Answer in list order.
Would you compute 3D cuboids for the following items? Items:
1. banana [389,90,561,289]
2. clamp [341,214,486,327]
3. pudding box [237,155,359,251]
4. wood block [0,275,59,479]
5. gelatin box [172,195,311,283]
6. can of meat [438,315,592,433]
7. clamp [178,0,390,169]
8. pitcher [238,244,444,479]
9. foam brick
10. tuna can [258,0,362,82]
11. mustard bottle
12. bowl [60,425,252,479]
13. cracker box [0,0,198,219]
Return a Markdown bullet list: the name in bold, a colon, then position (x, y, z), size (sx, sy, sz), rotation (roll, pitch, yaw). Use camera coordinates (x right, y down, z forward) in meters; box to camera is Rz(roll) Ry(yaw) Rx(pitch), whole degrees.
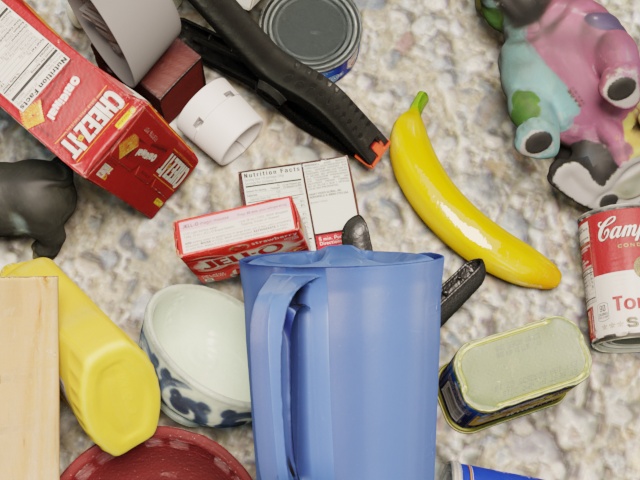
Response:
- **banana**: position (0.110, -0.032, 0.846), size (0.069, 0.037, 0.198), rotation (-31, 75, -10)
- **clamp**: position (0.043, 0.068, 0.790), size (0.120, 0.039, 0.171), rotation (27, 82, -14)
- **pudding box**: position (-0.013, -0.005, 0.834), size (0.090, 0.039, 0.113), rotation (-9, 71, -3)
- **wood block**: position (-0.227, 0.126, 0.690), size (0.090, 0.091, 0.206), rotation (1, 88, -40)
- **gelatin box**: position (-0.055, 0.001, 0.773), size (0.089, 0.073, 0.030), rotation (-13, 72, 3)
- **can of meat**: position (0.140, 0.098, 0.780), size (0.102, 0.084, 0.057), rotation (-17, 74, -7)
- **clamp**: position (-0.035, -0.130, 0.823), size (0.210, 0.164, 0.036), rotation (35, 81, -1)
- **pitcher**: position (0.011, 0.125, 0.690), size (0.149, 0.145, 0.243), rotation (-2, 93, -20)
- **foam brick**: position (-0.139, -0.143, 0.867), size (0.078, 0.053, 0.051), rotation (39, 76, 11)
- **tuna can**: position (-0.008, -0.171, 0.889), size (0.086, 0.034, 0.086), rotation (0, 72, -1)
- **mustard bottle**: position (-0.185, 0.066, 0.765), size (0.058, 0.096, 0.192), rotation (-30, 41, -24)
- **bowl**: position (-0.115, 0.215, 0.751), size (0.162, 0.055, 0.162), rotation (0, 72, -1)
- **cracker box**: position (-0.203, -0.120, 0.796), size (0.214, 0.164, 0.072), rotation (39, 88, 11)
